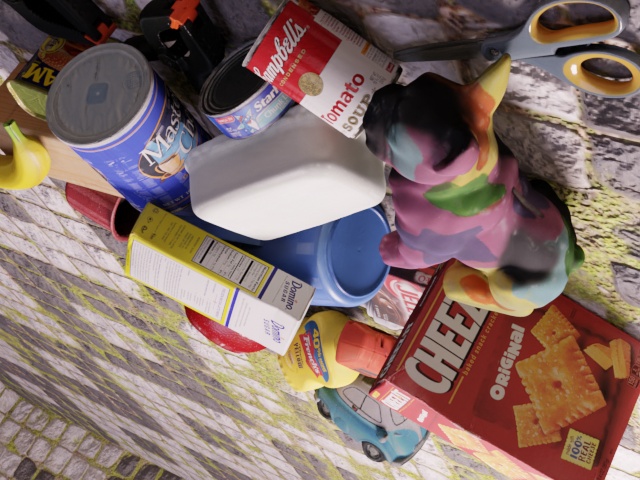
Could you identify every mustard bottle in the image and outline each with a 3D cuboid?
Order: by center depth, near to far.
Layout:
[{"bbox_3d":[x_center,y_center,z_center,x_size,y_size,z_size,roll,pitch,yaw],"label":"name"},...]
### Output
[{"bbox_3d":[0.008,0.138,1.343,0.058,0.096,0.192,-9,174,-27],"label":"mustard bottle"}]

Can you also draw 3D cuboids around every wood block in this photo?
[{"bbox_3d":[-0.254,-0.118,1.133,0.206,0.090,0.090,16,153,35],"label":"wood block"}]

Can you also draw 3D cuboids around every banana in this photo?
[{"bbox_3d":[-0.326,-0.084,1.133,0.069,0.037,0.198,57,151,-11],"label":"banana"}]

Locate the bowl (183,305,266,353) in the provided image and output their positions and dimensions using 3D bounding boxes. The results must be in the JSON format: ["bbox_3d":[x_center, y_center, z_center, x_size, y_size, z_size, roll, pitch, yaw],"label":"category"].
[{"bbox_3d":[-0.118,0.094,1.353,0.162,0.055,0.162,35,-170,-7],"label":"bowl"}]

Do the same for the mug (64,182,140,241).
[{"bbox_3d":[-0.242,-0.067,1.246,0.082,0.093,0.117,28,128,21],"label":"mug"}]

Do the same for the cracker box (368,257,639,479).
[{"bbox_3d":[0.178,0.121,0.974,0.213,0.164,0.072,31,157,1],"label":"cracker box"}]

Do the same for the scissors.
[{"bbox_3d":[0.137,-0.119,0.716,0.096,0.016,0.202,40,157,-20],"label":"scissors"}]

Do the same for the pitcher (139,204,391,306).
[{"bbox_3d":[-0.057,0.001,1.072,0.243,0.149,0.145,4,127,43],"label":"pitcher"}]

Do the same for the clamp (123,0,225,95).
[{"bbox_3d":[-0.130,-0.170,0.930,0.120,0.039,0.171,24,160,6],"label":"clamp"}]

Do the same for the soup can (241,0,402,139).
[{"bbox_3d":[0.002,-0.130,0.798,0.102,0.068,0.069,34,158,-6],"label":"soup can"}]

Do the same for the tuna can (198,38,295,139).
[{"bbox_3d":[-0.056,-0.123,0.866,0.086,0.086,0.033,6,148,48],"label":"tuna can"}]

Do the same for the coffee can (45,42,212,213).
[{"bbox_3d":[-0.168,-0.098,0.971,0.103,0.102,0.140,20,164,28],"label":"coffee can"}]

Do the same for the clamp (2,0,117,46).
[{"bbox_3d":[-0.286,-0.239,0.988,0.210,0.036,0.165,34,158,-6],"label":"clamp"}]

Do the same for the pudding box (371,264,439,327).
[{"bbox_3d":[0.097,0.055,1.108,0.090,0.039,0.113,21,156,24],"label":"pudding box"}]

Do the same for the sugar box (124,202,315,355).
[{"bbox_3d":[-0.097,0.038,1.005,0.176,0.048,0.093,25,151,0],"label":"sugar box"}]

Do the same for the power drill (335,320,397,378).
[{"bbox_3d":[0.111,0.138,1.180,0.188,0.057,0.184,14,170,38],"label":"power drill"}]

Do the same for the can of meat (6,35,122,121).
[{"bbox_3d":[-0.237,-0.156,1.036,0.102,0.084,0.057,22,156,23],"label":"can of meat"}]
